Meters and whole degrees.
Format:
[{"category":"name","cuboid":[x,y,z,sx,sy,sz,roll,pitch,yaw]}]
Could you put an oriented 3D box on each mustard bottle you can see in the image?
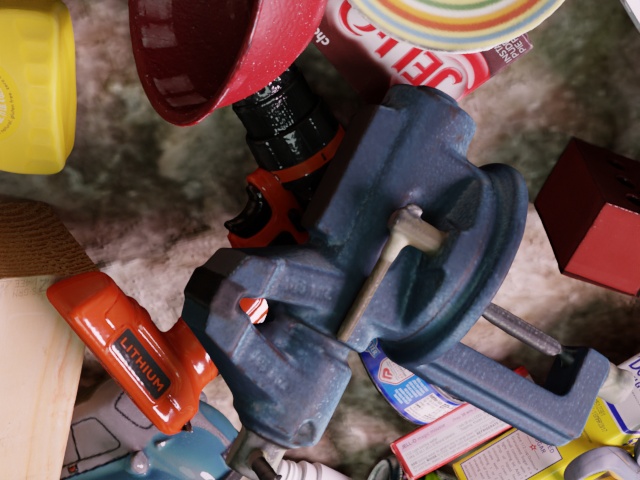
[{"category":"mustard bottle","cuboid":[-0.233,-0.090,0.580,0.191,0.058,0.096,4,121,-2]}]

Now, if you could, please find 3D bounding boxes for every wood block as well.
[{"category":"wood block","cuboid":[-0.206,0.088,0.642,0.090,0.091,0.206,-3,121,-37]}]

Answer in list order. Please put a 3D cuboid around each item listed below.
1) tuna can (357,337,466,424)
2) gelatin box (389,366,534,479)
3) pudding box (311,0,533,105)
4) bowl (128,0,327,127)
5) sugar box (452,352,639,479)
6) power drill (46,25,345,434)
[{"category":"tuna can","cuboid":[0.057,0.071,0.665,0.034,0.086,0.086,-34,116,21]},{"category":"gelatin box","cuboid":[0.098,0.120,0.703,0.089,0.073,0.030,-34,80,19]},{"category":"pudding box","cuboid":[0.045,-0.121,0.571,0.090,0.039,0.113,-35,116,21]},{"category":"bowl","cuboid":[-0.039,-0.134,0.511,0.055,0.162,0.162,1,126,-30]},{"category":"sugar box","cuboid":[0.183,0.124,0.700,0.176,0.048,0.093,-35,153,23]},{"category":"power drill","cuboid":[-0.054,0.001,0.592,0.187,0.057,0.184,-38,116,-14]}]
